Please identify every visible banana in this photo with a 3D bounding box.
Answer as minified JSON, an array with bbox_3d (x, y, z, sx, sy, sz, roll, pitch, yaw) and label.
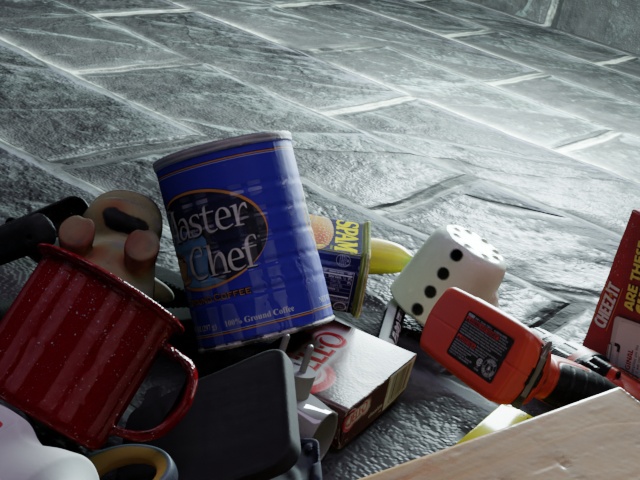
[{"bbox_3d":[0.004,0.015,0.976,0.197,0.037,0.070,-2,-1,-23],"label":"banana"}]

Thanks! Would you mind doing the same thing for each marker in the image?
[{"bbox_3d":[0.056,0.080,0.892,0.020,0.020,0.121,15,23,6],"label":"marker"}]

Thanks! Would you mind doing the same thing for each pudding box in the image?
[{"bbox_3d":[0.006,0.101,0.790,0.090,0.039,0.113,22,24,24],"label":"pudding box"}]

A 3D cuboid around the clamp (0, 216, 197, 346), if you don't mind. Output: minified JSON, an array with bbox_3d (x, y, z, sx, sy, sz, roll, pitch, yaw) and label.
[{"bbox_3d":[-0.175,0.048,0.822,0.210,0.036,0.164,15,29,3],"label":"clamp"}]

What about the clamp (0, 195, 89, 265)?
[{"bbox_3d":[-0.248,0.012,0.754,0.171,0.039,0.120,-25,3,-4],"label":"clamp"}]

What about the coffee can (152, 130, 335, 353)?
[{"bbox_3d":[-0.055,0.001,0.771,0.103,0.140,0.103,-14,-1,0],"label":"coffee can"}]

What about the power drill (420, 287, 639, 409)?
[{"bbox_3d":[0.166,0.094,0.803,0.187,0.057,0.185,22,5,-36],"label":"power drill"}]

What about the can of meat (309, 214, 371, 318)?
[{"bbox_3d":[-0.005,0.016,0.872,0.084,0.057,0.102,10,22,-1],"label":"can of meat"}]

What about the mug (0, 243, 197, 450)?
[{"bbox_3d":[-0.124,0.066,0.578,0.117,0.081,0.093,29,-15,2],"label":"mug"}]
